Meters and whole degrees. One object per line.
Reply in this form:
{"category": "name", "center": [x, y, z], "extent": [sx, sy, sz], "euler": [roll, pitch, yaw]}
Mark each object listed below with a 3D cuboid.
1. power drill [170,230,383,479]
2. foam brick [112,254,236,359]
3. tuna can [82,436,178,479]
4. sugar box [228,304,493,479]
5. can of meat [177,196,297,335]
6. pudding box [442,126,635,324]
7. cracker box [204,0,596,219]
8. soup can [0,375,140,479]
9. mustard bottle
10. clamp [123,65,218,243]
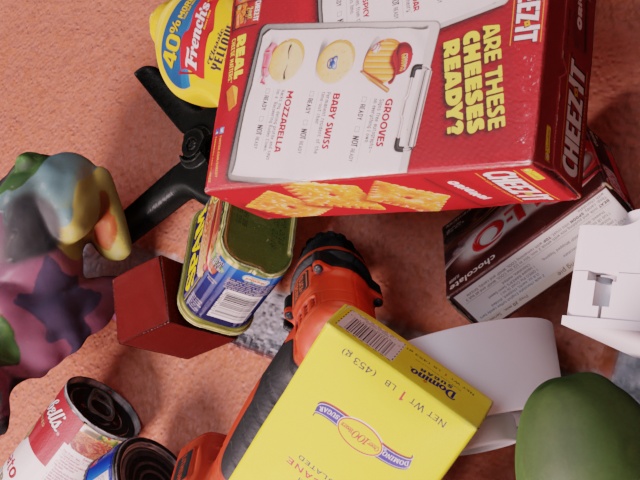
{"category": "power drill", "center": [-0.028, 0.088, 0.678], "extent": [0.188, 0.057, 0.184], "euler": [-60, 7, 13]}
{"category": "foam brick", "center": [-0.107, 0.051, 0.782], "extent": [0.051, 0.078, 0.053], "euler": [-23, 63, 28]}
{"category": "tuna can", "center": [-0.124, 0.182, 0.749], "extent": [0.034, 0.086, 0.086], "euler": [-36, 57, 21]}
{"category": "sugar box", "center": [0.004, 0.130, 0.568], "extent": [0.093, 0.048, 0.176], "euler": [35, 110, 11]}
{"category": "can of meat", "center": [-0.055, 0.001, 0.739], "extent": [0.084, 0.057, 0.102], "euler": [129, 153, -50]}
{"category": "pudding box", "center": [0.125, -0.009, 0.623], "extent": [0.114, 0.039, 0.090], "euler": [-41, 16, 22]}
{"category": "cracker box", "center": [0.043, -0.101, 0.604], "extent": [0.214, 0.072, 0.164], "euler": [-2, 74, 37]}
{"category": "soup can", "center": [-0.195, 0.164, 0.818], "extent": [0.102, 0.068, 0.069], "euler": [-51, 52, 13]}
{"category": "mustard bottle", "center": [-0.073, -0.144, 0.795], "extent": [0.192, 0.058, 0.096], "euler": [31, 103, 45]}
{"category": "clamp", "center": [-0.092, -0.077, 0.838], "extent": [0.210, 0.036, 0.164], "euler": [-8, 69, 37]}
